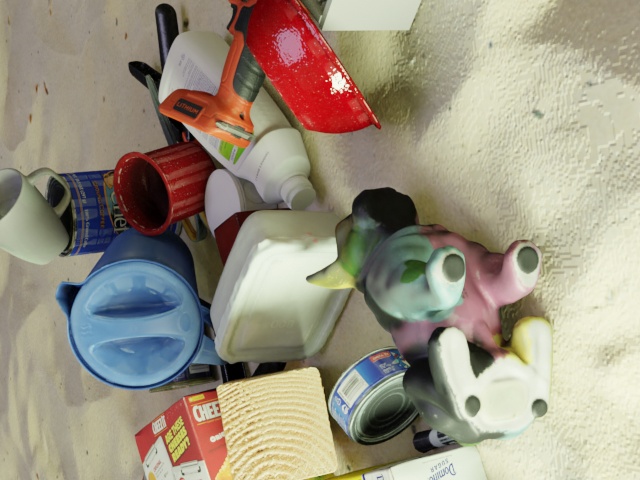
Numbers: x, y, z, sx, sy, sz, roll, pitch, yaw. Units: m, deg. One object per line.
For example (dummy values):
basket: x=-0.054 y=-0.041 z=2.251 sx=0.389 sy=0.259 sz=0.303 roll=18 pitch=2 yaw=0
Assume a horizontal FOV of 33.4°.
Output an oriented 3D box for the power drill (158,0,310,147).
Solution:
power drill: x=-0.088 y=-0.196 z=1.036 sx=0.185 sy=0.057 sz=0.188 roll=29 pitch=99 yaw=46

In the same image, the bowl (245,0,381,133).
bowl: x=-0.015 y=-0.146 z=0.902 sx=0.162 sy=0.055 sz=0.162 roll=55 pitch=-175 yaw=-7

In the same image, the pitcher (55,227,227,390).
pitcher: x=-0.181 y=0.063 z=1.148 sx=0.243 sy=0.145 sz=0.149 roll=-113 pitch=0 yaw=-76

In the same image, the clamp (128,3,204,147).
clamp: x=-0.172 y=-0.188 z=1.247 sx=0.171 sy=0.039 sz=0.120 roll=57 pitch=145 yaw=25

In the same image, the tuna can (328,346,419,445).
tuna can: x=0.052 y=0.134 z=0.914 sx=0.034 sy=0.085 sz=0.086 roll=48 pitch=134 yaw=40

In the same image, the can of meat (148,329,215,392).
can of meat: x=-0.175 y=0.138 z=1.302 sx=0.102 sy=0.057 sz=0.084 roll=-21 pitch=76 yaw=57

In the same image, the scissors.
scissors: x=-0.150 y=-0.086 z=1.212 sx=0.096 sy=0.016 sz=0.202 roll=19 pitch=128 yaw=46

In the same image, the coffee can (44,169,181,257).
coffee can: x=-0.254 y=-0.037 z=1.311 sx=0.103 sy=0.140 sz=0.103 roll=17 pitch=111 yaw=55

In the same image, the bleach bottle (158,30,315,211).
bleach bottle: x=-0.082 y=-0.112 z=1.098 sx=0.251 sy=0.067 sz=0.103 roll=52 pitch=136 yaw=36

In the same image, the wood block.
wood block: x=-0.041 y=0.168 z=0.985 sx=0.206 sy=0.090 sz=0.091 roll=111 pitch=148 yaw=-83

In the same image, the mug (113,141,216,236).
mug: x=-0.174 y=-0.063 z=1.173 sx=0.117 sy=0.081 sz=0.093 roll=11 pitch=114 yaw=38

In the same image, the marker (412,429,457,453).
marker: x=0.114 y=0.158 z=0.883 sx=0.121 sy=0.020 sz=0.020 roll=-35 pitch=67 yaw=55

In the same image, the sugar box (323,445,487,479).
sugar box: x=0.054 y=0.216 z=0.921 sx=0.177 sy=0.093 sz=0.048 roll=-36 pitch=66 yaw=54

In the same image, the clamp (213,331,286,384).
clamp: x=-0.091 y=0.176 z=1.194 sx=0.165 sy=0.036 sz=0.210 roll=44 pitch=132 yaw=53

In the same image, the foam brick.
foam brick: x=-0.057 y=0.001 z=1.066 sx=0.053 sy=0.078 sz=0.051 roll=-36 pitch=64 yaw=54

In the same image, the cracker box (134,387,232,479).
cracker box: x=-0.116 y=0.284 z=1.158 sx=0.164 sy=0.071 sz=0.214 roll=-41 pitch=65 yaw=52
